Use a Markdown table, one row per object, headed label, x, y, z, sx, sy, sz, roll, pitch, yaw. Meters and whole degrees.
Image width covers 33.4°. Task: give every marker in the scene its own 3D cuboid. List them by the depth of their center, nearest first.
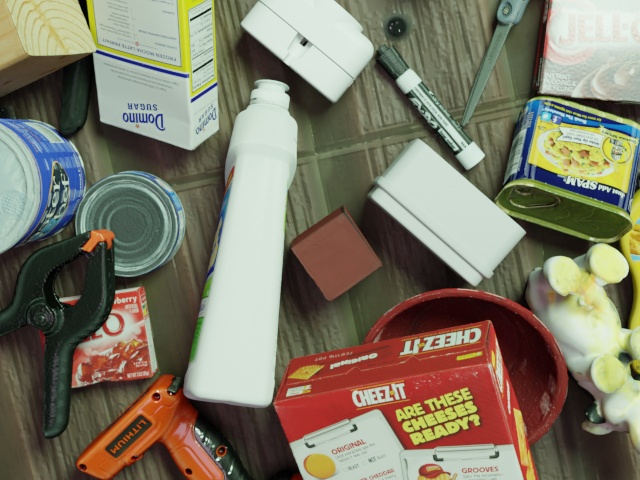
| label | x | y | z | sx | sy | sz | roll | pitch | yaw |
| --- | --- | --- | --- | --- | --- | --- | --- | --- | --- |
| marker | 0.086 | -0.108 | 0.856 | 0.020 | 0.020 | 0.121 | -40 | 93 | 5 |

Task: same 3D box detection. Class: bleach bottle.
| label | x | y | z | sx | sy | sz | roll | pitch | yaw |
| --- | --- | --- | --- | --- | --- | --- | --- | --- | --- |
| bleach bottle | -0.055 | 0.001 | 0.831 | 0.068 | 0.103 | 0.251 | 9 | 80 | -7 |

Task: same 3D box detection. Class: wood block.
| label | x | y | z | sx | sy | sz | roll | pitch | yaw |
| --- | --- | --- | --- | --- | --- | --- | --- | --- | --- |
| wood block | -0.287 | -0.143 | 0.798 | 0.206 | 0.090 | 0.091 | -19 | 94 | 24 |

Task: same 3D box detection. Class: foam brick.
| label | x | y | z | sx | sy | sz | roll | pitch | yaw |
| --- | --- | --- | --- | --- | --- | --- | --- | --- | --- |
| foam brick | 0.012 | 0.009 | 0.841 | 0.051 | 0.078 | 0.053 | -34 | 94 | 3 |

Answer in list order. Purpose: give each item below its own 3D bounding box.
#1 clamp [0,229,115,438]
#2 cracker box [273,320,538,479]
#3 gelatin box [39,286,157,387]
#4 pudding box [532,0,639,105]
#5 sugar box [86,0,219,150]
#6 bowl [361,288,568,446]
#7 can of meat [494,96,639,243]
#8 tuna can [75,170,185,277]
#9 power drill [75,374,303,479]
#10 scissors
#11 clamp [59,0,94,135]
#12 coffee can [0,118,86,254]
| label | x | y | z | sx | sy | sz | roll | pitch | yaw |
| --- | --- | --- | --- | --- | --- | --- | --- | --- | --- |
| clamp | -0.225 | 0.059 | 0.844 | 0.120 | 0.039 | 0.171 | 26 | 95 | -2 |
| cracker box | 0.078 | 0.178 | 0.818 | 0.164 | 0.072 | 0.213 | -13 | 113 | 15 |
| gelatin box | -0.184 | 0.081 | 0.878 | 0.089 | 0.030 | 0.073 | -8 | 95 | 2 |
| pudding box | 0.228 | -0.153 | 0.837 | 0.113 | 0.039 | 0.090 | 6 | 95 | 1 |
| sugar box | -0.125 | -0.162 | 0.795 | 0.093 | 0.048 | 0.176 | 19 | 131 | 23 |
| bowl | 0.111 | 0.096 | 0.842 | 0.162 | 0.055 | 0.162 | 4 | 117 | 8 |
| can of meat | 0.194 | -0.056 | 0.825 | 0.102 | 0.057 | 0.084 | 17 | 68 | -2 |
| tuna can | -0.154 | -0.013 | 0.866 | 0.086 | 0.033 | 0.086 | 0 | 96 | 2 |
| power drill | -0.108 | 0.218 | 0.877 | 0.187 | 0.057 | 0.184 | 45 | 92 | -5 |
| scissors | 0.163 | -0.183 | 0.822 | 0.016 | 0.096 | 0.202 | 7 | 95 | -41 |
| clamp | -0.191 | -0.199 | 0.848 | 0.210 | 0.036 | 0.164 | -40 | 93 | 8 |
| coffee can | -0.246 | -0.043 | 0.812 | 0.103 | 0.140 | 0.103 | 0 | 95 | 2 |
